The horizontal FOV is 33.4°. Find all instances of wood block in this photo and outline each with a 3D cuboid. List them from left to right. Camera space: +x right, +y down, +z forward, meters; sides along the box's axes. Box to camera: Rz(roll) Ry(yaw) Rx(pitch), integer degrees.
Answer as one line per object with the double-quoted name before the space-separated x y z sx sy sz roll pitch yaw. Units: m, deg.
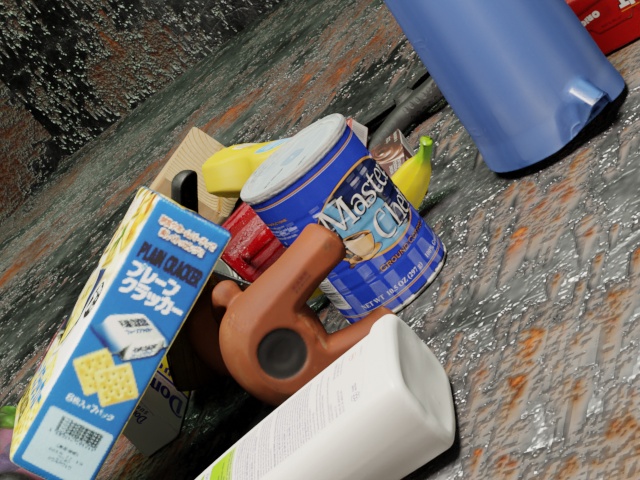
"wood block" -0.175 -0.032 1.304 0.206 0.090 0.090 -44 16 48

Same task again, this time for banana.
"banana" 0.034 -0.009 0.945 0.198 0.069 0.037 -47 50 -2

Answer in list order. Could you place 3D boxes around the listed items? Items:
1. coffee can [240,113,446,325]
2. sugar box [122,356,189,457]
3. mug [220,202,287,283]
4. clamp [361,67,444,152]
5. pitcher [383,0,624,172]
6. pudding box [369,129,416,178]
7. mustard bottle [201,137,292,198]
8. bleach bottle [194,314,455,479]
"coffee can" 0.019 -0.016 0.854 0.103 0.140 0.103 -36 17 13
"sugar box" -0.163 0.114 0.998 0.048 0.093 0.176 -37 18 12
"mug" -0.057 0.001 1.058 0.081 0.093 0.117 -47 4 -6
"clamp" 0.096 -0.152 1.216 0.171 0.039 0.120 -43 22 0
"pitcher" 0.126 -0.186 0.882 0.149 0.242 0.144 -28 18 32
"pudding box" 0.055 -0.054 1.050 0.090 0.039 0.113 -37 16 15
"mustard bottle" -0.036 -0.082 1.122 0.096 0.058 0.192 -17 7 -39
"bleach bottle" -0.033 0.154 0.676 0.251 0.068 0.102 -37 17 17
